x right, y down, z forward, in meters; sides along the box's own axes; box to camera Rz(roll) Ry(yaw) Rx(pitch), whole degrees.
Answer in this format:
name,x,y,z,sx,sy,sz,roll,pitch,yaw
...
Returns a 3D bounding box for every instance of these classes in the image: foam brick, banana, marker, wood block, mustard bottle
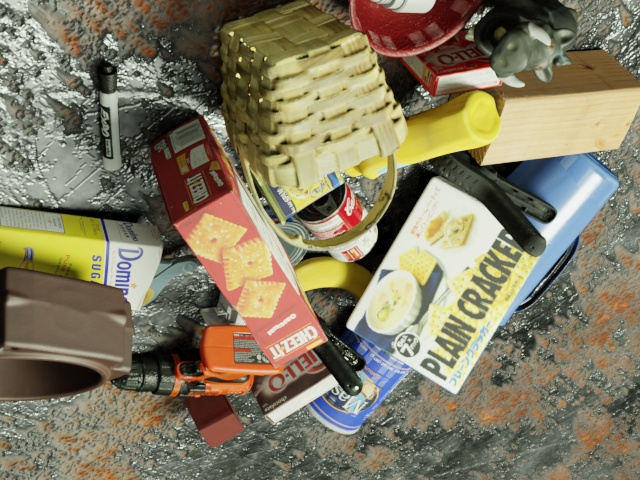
name,x,y,z,sx,sy,sz,roll,pitch,yaw
foam brick,-0.140,0.217,1.374,0.051,0.078,0.053,-29,141,-7
banana,0.019,0.054,1.326,0.037,0.069,0.197,-5,161,44
marker,-0.202,-0.119,1.027,0.020,0.020,0.121,-14,138,-22
wood block,0.260,-0.158,1.239,0.205,0.091,0.090,-8,135,-27
mustard bottle,0.093,-0.108,1.159,0.192,0.058,0.096,-16,-171,32

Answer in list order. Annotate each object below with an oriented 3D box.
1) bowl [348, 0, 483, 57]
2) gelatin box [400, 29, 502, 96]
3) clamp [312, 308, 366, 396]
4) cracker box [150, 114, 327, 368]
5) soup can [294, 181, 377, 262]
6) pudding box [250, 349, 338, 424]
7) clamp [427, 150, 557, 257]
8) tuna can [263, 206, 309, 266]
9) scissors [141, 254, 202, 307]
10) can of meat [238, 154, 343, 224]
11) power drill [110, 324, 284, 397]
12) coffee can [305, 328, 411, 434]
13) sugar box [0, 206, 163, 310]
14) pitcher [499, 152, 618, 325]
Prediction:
name,x,y,z,sx,sy,sz,roll,pitch,yaw
bowl,0.089,-0.262,1.043,0.162,0.055,0.162,-18,139,-17
gelatin box,0.142,-0.190,1.139,0.089,0.073,0.030,-13,136,-22
clamp,-0.003,0.120,1.308,0.171,0.120,0.039,43,94,-11
cracker box,-0.085,0.002,1.079,0.072,0.164,0.213,-29,126,1
soup can,0.018,-0.026,1.233,0.068,0.068,0.102,-36,141,4
pudding box,-0.038,0.171,1.384,0.113,0.090,0.039,-34,142,2
clamp,0.184,-0.063,1.213,0.210,0.164,0.036,37,111,-3
tuna can,-0.058,0.002,1.238,0.086,0.034,0.086,-18,139,-17
scissors,-0.158,0.040,1.199,0.201,0.016,0.096,-3,136,-17
can of meat,-0.031,-0.079,1.155,0.084,0.057,0.102,-32,141,-3
power drill,-0.139,0.145,1.258,0.184,0.057,0.188,3,163,-28
coffee can,0.052,0.177,1.440,0.102,0.103,0.140,17,120,-43
sugar box,-0.258,0.021,1.097,0.176,0.048,0.093,8,126,-26
pitcher,0.268,-0.015,1.368,0.243,0.145,0.149,-49,172,15
